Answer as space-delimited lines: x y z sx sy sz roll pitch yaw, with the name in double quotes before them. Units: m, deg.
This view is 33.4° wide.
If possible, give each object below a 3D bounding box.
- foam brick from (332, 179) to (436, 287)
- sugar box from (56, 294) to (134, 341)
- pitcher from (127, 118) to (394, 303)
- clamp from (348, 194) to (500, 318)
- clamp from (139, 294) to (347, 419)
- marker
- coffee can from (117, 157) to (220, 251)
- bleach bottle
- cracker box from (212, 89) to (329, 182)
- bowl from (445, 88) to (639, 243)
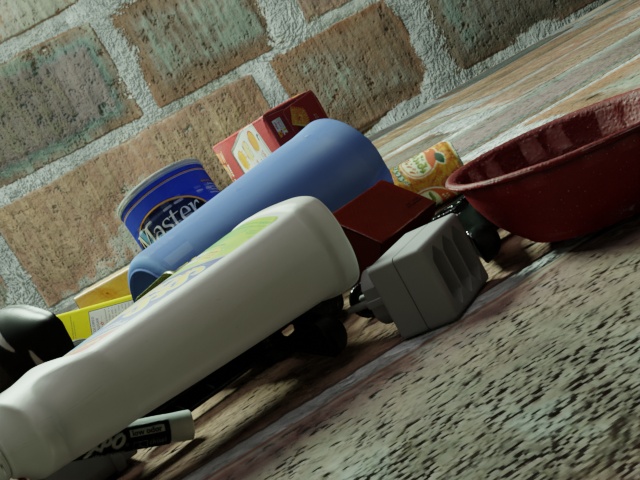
"foam brick" 0.044 -0.002 0.800 0.053 0.051 0.078 25 39 29
"sugar box" -0.233 0.094 1.112 0.176 0.048 0.093 -13 -12 15
"pitcher" -0.056 0.001 0.963 0.242 0.145 0.149 -36 -18 -33
"clamp" 0.102 -0.008 0.742 0.120 0.039 0.171 -19 16 44
"clamp" -0.044 0.071 0.753 0.165 0.036 0.210 -27 7 13
"marker" -0.136 0.122 0.643 0.121 0.020 0.020 -7 -1 -20
"coffee can" -0.128 0.001 1.095 0.102 0.140 0.103 -34 -10 -7
"bleach bottle" -0.096 0.063 0.622 0.250 0.068 0.103 -35 10 -33
"cracker box" -0.027 -0.065 1.182 0.072 0.164 0.214 -33 7 -19
"bowl" 0.160 -0.042 0.650 0.162 0.055 0.162 -24 8 3
